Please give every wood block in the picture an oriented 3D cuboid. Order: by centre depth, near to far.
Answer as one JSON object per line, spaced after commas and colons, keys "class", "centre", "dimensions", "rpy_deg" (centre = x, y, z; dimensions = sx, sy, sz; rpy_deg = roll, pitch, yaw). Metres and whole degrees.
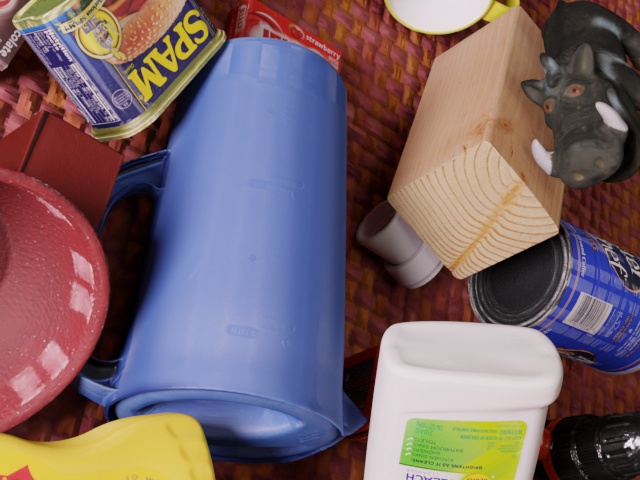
{"class": "wood block", "centre": [0.130, -0.080, 0.814], "dimensions": [0.090, 0.091, 0.206], "rpy_deg": [47, 36, -20]}

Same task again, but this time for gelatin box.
{"class": "gelatin box", "centre": [-0.029, -0.120, 0.759], "dimensions": [0.089, 0.030, 0.073], "rpy_deg": [26, 59, -34]}

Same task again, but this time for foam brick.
{"class": "foam brick", "centre": [-0.154, -0.027, 0.582], "dimensions": [0.051, 0.078, 0.053], "rpy_deg": [31, 59, -31]}

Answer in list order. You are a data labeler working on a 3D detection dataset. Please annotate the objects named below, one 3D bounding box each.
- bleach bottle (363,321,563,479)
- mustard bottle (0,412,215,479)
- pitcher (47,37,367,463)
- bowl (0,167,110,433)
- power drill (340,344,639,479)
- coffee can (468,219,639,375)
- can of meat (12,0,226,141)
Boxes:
{"class": "bleach bottle", "centre": [0.075, 0.172, 0.631], "dimensions": [0.068, 0.102, 0.251], "rpy_deg": [-84, 177, -65]}
{"class": "mustard bottle", "centre": [-0.141, 0.134, 0.486], "dimensions": [0.191, 0.058, 0.096], "rpy_deg": [0, 83, -34]}
{"class": "pitcher", "centre": [-0.054, 0.001, 0.636], "dimensions": [0.149, 0.145, 0.243], "rpy_deg": [46, 41, -53]}
{"class": "bowl", "centre": [-0.187, 0.024, 0.517], "dimensions": [0.161, 0.055, 0.162], "rpy_deg": [-16, 127, -23]}
{"class": "power drill", "centre": [0.107, 0.125, 0.706], "dimensions": [0.187, 0.185, 0.057], "rpy_deg": [25, 59, -23]}
{"class": "coffee can", "centre": [0.204, 0.043, 0.862], "dimensions": [0.140, 0.103, 0.103], "rpy_deg": [21, 62, -35]}
{"class": "can of meat", "centre": [-0.115, -0.122, 0.619], "dimensions": [0.102, 0.058, 0.084], "rpy_deg": [-55, 125, -32]}
